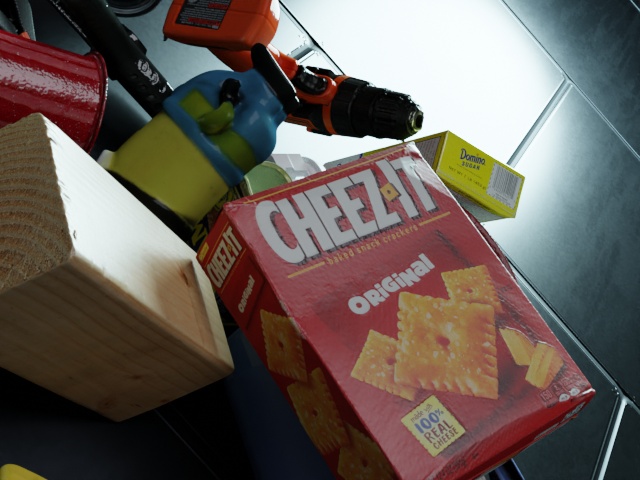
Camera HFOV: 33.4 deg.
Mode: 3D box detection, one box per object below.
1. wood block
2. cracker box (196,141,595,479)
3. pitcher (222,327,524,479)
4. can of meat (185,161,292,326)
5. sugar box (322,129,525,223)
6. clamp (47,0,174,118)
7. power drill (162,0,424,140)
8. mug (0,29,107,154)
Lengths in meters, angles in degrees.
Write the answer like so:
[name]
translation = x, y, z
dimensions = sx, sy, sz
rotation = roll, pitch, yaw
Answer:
[wood block]
translation = -0.136, 0.026, 0.613
dimensions = 0.206, 0.090, 0.091
rotation = 51, 18, -61
[cracker box]
translation = 0.048, 0.053, 0.675
dimensions = 0.163, 0.072, 0.214
rotation = -21, 68, -34
[pitcher]
translation = 0.030, 0.158, 0.715
dimensions = 0.148, 0.145, 0.243
rotation = 0, 56, -43
[can of meat]
translation = -0.055, 0.001, 0.807
dimensions = 0.057, 0.084, 0.102
rotation = 8, 53, -44
[sugar box]
translation = 0.080, -0.045, 0.919
dimensions = 0.093, 0.177, 0.048
rotation = 27, 73, -30
[clamp]
translation = -0.162, -0.151, 0.817
dimensions = 0.165, 0.036, 0.209
rotation = 44, -6, 42
[power drill]
translation = -0.024, -0.141, 0.874
dimensions = 0.187, 0.185, 0.057
rotation = 36, 72, -52
[mug]
translation = -0.208, -0.101, 0.741
dimensions = 0.081, 0.093, 0.117
rotation = 14, 18, -34
